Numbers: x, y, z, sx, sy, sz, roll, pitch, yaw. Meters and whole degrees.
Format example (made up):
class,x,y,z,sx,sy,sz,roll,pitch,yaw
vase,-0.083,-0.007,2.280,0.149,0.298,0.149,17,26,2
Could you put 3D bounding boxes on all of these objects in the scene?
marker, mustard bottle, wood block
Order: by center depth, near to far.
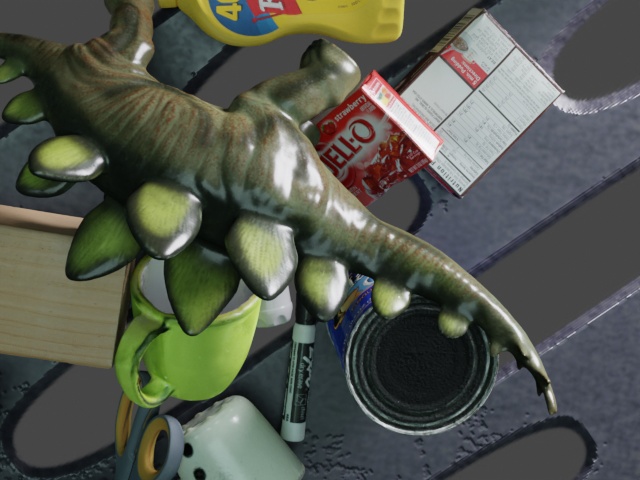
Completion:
class,x,y,z,sx,sy,sz,roll,pitch,yaw
mustard bottle,-0.039,-0.186,0.750,0.191,0.058,0.096,-2,105,-4
wood block,-0.239,0.023,0.754,0.206,0.091,0.090,9,99,-6
marker,-0.015,0.095,0.821,0.020,0.020,0.121,5,99,-6

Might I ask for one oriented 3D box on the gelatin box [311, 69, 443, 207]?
class,x,y,z,sx,sy,sz,roll,pitch,yaw
gelatin box,0.031,-0.069,0.767,0.073,0.030,0.089,44,135,-12

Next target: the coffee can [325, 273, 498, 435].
class,x,y,z,sx,sy,sz,roll,pitch,yaw
coffee can,0.060,0.067,0.761,0.102,0.140,0.103,-1,100,-5

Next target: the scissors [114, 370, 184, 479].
class,x,y,z,sx,sy,sz,roll,pitch,yaw
scissors,-0.141,0.199,0.801,0.016,0.096,0.202,6,98,-37

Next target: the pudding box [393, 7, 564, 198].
class,x,y,z,sx,sy,sz,roll,pitch,yaw
pudding box,0.108,-0.101,0.787,0.090,0.039,0.113,44,96,-11
